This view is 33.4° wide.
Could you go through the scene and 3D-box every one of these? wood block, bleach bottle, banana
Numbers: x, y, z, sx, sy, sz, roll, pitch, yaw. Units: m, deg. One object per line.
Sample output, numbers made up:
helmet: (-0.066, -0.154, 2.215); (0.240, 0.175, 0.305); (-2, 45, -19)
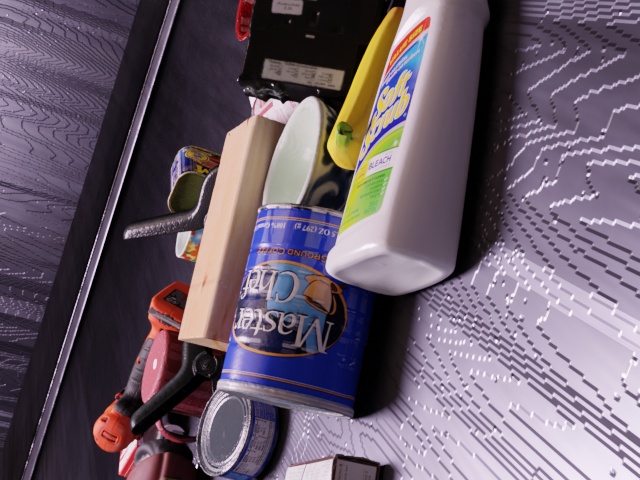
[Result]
wood block: (-0.057, 0.001, 0.990); (0.091, 0.090, 0.206); (164, 120, -67)
bleach bottle: (0.070, -0.093, 0.752); (0.103, 0.068, 0.251); (-29, 46, 62)
banana: (0.040, -0.112, 0.847); (0.197, 0.037, 0.070); (-69, 5, -48)

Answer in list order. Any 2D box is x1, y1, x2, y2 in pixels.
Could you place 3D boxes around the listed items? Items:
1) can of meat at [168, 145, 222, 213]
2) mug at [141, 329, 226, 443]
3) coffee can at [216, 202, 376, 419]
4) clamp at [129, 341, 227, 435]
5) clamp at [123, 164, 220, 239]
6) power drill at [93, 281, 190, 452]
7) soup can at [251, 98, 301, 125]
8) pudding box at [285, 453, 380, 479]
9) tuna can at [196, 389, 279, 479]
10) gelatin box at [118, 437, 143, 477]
can of meat: (-0.118, -0.058, 1.195); (0.084, 0.102, 0.057); (-105, 37, -61)
mug: (-0.138, 0.151, 1.108); (0.093, 0.081, 0.117); (153, 130, -65)
coffee can: (-0.012, 0.054, 0.798); (0.103, 0.102, 0.140); (162, 123, -68)
clamp: (-0.116, 0.129, 1.042); (0.039, 0.120, 0.171); (70, -150, -65)
clamp: (-0.110, -0.021, 1.116); (0.210, 0.164, 0.036); (-56, -11, 25)
power drill: (-0.193, 0.145, 1.264); (0.184, 0.057, 0.188); (-57, -8, -77)
soup can: (-0.018, -0.134, 1.021); (0.102, 0.068, 0.068); (149, 134, -63)
pudding box: (0.001, 0.208, 0.736); (0.090, 0.039, 0.113); (147, 134, -62)
tuna can: (-0.074, 0.171, 0.955); (0.086, 0.033, 0.086); (-33, 46, 43)
gelatin box: (-0.231, 0.250, 1.371); (0.089, 0.030, 0.073); (-93, 28, -43)
